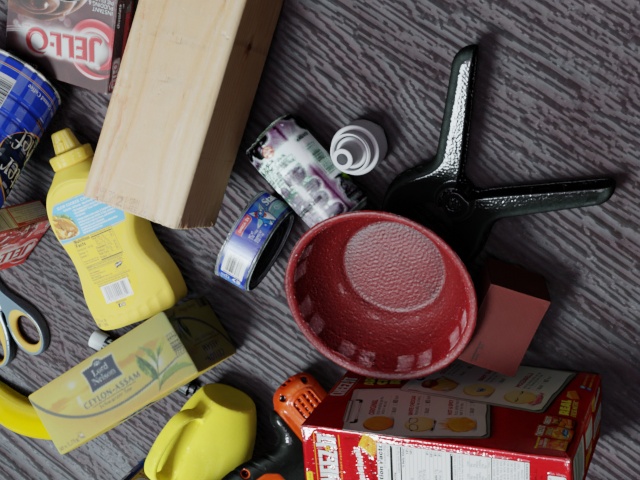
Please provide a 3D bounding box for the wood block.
[{"bbox_3d":[-0.111,-0.121,0.882,0.090,0.090,0.206,20,97,14],"label":"wood block"}]

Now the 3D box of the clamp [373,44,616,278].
[{"bbox_3d":[0.124,-0.033,0.877,0.164,0.036,0.210,39,121,4],"label":"clamp"}]

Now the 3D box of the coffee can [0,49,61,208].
[{"bbox_3d":[-0.312,-0.091,0.963,0.103,0.140,0.103,20,158,8],"label":"coffee can"}]

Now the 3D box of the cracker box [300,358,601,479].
[{"bbox_3d":[0.113,0.159,0.879,0.214,0.164,0.072,3,107,21],"label":"cracker box"}]

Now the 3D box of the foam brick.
[{"bbox_3d":[0.149,0.063,0.885,0.053,0.051,0.078,19,116,-4],"label":"foam brick"}]

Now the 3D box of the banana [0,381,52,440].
[{"bbox_3d":[-0.280,0.178,1.122,0.198,0.037,0.070,6,111,21],"label":"banana"}]

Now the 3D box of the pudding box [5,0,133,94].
[{"bbox_3d":[-0.228,-0.192,0.967,0.113,0.039,0.090,19,115,16],"label":"pudding box"}]

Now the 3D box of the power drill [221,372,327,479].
[{"bbox_3d":[-0.025,0.243,0.976,0.187,0.057,0.184,-40,94,-14],"label":"power drill"}]

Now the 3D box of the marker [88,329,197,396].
[{"bbox_3d":[-0.177,0.123,1.070,0.121,0.020,0.020,25,116,13],"label":"marker"}]

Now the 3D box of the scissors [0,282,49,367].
[{"bbox_3d":[-0.331,0.040,1.107,0.096,0.016,0.202,5,110,19],"label":"scissors"}]

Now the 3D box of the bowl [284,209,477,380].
[{"bbox_3d":[0.054,0.035,0.885,0.162,0.055,0.162,9,122,15],"label":"bowl"}]

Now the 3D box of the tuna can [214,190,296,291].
[{"bbox_3d":[-0.056,0.001,0.938,0.034,0.086,0.086,30,117,8],"label":"tuna can"}]

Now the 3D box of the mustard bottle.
[{"bbox_3d":[-0.206,-0.015,1.010,0.096,0.058,0.191,-19,100,27],"label":"mustard bottle"}]

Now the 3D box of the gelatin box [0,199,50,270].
[{"bbox_3d":[-0.312,0.000,1.042,0.030,0.089,0.073,49,120,11],"label":"gelatin box"}]
